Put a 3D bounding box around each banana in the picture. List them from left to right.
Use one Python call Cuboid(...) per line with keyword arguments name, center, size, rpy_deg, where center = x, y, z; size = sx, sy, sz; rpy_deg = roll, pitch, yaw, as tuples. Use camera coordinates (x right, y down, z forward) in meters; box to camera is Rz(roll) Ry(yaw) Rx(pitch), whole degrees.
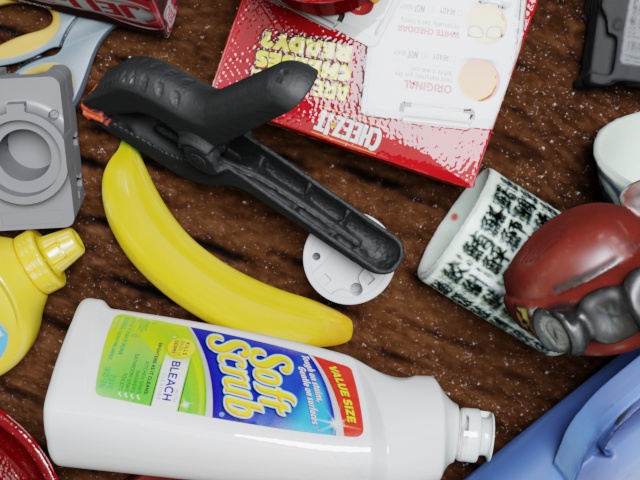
Cuboid(name="banana", center=(-0.070, 0.011, 0.660), size=(0.198, 0.037, 0.069), rpy_deg=(44, 91, -2))

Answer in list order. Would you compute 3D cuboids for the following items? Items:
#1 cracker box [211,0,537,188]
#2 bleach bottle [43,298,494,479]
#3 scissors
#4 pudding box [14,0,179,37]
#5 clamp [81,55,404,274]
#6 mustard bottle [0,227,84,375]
Cuboid(name="cracker box", center=(0.046, -0.157, 0.639), size=(0.164, 0.072, 0.214), rpy_deg=(19, 93, 1))
Cuboid(name="bleach bottle", center=(-0.026, 0.095, 0.625), size=(0.251, 0.102, 0.068), rpy_deg=(5, 131, 2))
Cuboid(name="scissors", center=(-0.127, -0.125, 0.666), size=(0.201, 0.016, 0.096), rpy_deg=(-10, 94, 0))
Cuboid(name="pudding box", center=(-0.141, -0.158, 0.612), size=(0.113, 0.090, 0.039), rpy_deg=(16, 81, 3))
Cuboid(name="clamp", center=(-0.057, -0.062, 0.587), size=(0.210, 0.164, 0.036), rpy_deg=(24, 67, 27))
Cuboid(name="mustard bottle", center=(-0.230, 0.047, 0.649), size=(0.191, 0.058, 0.096), rpy_deg=(-30, 102, 1))
